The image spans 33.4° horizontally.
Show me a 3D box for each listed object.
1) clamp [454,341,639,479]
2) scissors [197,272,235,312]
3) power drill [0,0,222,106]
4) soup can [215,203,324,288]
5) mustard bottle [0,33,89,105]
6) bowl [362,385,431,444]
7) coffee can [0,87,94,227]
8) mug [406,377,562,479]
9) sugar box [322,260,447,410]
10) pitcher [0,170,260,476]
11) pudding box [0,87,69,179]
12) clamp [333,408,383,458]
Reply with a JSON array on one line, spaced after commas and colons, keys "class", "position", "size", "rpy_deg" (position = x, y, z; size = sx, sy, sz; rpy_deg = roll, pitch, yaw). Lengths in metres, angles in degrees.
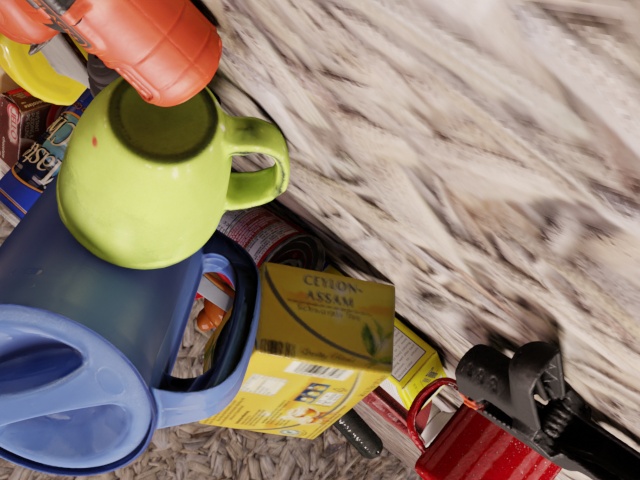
[{"class": "clamp", "position": [0.120, 0.091, 0.572], "size": [0.164, 0.036, 0.210], "rpy_deg": [44, 172, -21]}, {"class": "scissors", "position": [-0.058, 0.055, 0.856], "size": [0.096, 0.016, 0.201], "rpy_deg": [39, 179, 33]}, {"class": "power drill", "position": [-0.145, -0.141, 0.490], "size": [0.184, 0.057, 0.188], "rpy_deg": [46, 171, -32]}, {"class": "soup can", "position": [-0.055, 0.001, 0.804], "size": [0.102, 0.068, 0.068], "rpy_deg": [36, 171, 34]}, {"class": "mustard bottle", "position": [-0.264, -0.180, 0.846], "size": [0.192, 0.058, 0.096], "rpy_deg": [36, 176, 33]}, {"class": "bowl", "position": [0.047, 0.112, 0.967], "size": [0.162, 0.055, 0.162], "rpy_deg": [40, 172, 6]}, {"class": "coffee can", "position": [-0.189, -0.054, 0.877], "size": [0.103, 0.140, 0.103], "rpy_deg": [40, 172, 6]}, {"class": "mug", "position": [0.113, 0.149, 0.760], "size": [0.117, 0.081, 0.093], "rpy_deg": [41, 172, 0]}, {"class": "sugar box", "position": [0.020, 0.061, 0.859], "size": [0.176, 0.048, 0.093], "rpy_deg": [42, 171, 23]}, {"class": "pitcher", "position": [-0.125, 0.019, 0.674], "size": [0.149, 0.145, 0.242], "rpy_deg": [44, -146, -20]}, {"class": "pudding box", "position": [-0.234, -0.086, 0.928], "size": [0.039, 0.089, 0.114], "rpy_deg": [41, 135, 25]}, {"class": "clamp", "position": [0.004, 0.149, 1.020], "size": [0.120, 0.039, 0.171], "rpy_deg": [35, 170, 26]}]
